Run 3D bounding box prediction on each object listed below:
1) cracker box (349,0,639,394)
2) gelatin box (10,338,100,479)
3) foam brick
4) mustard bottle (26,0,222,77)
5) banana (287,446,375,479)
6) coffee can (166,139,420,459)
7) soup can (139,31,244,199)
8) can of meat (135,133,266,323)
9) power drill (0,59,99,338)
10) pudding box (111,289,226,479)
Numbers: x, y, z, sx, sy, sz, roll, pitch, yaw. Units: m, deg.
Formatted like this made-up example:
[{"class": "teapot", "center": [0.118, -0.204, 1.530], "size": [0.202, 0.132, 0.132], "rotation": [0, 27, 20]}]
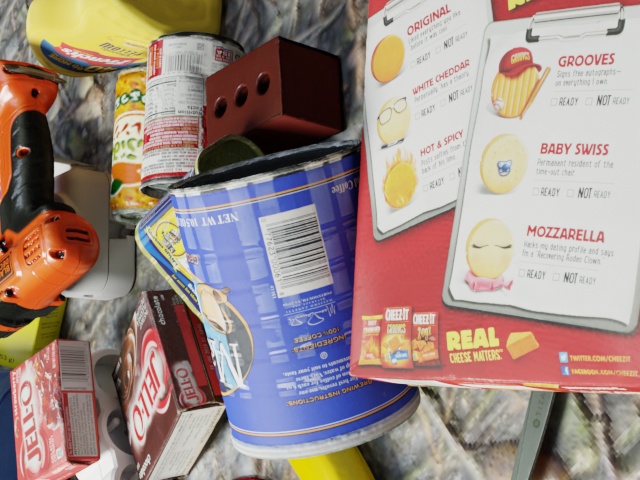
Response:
[{"class": "cracker box", "center": [0.096, -0.041, 0.474], "size": [0.164, 0.071, 0.214], "rotation": [-7, 76, 49]}, {"class": "gelatin box", "center": [-0.187, 0.122, 0.748], "size": [0.073, 0.030, 0.089], "rotation": [-32, 59, 42]}, {"class": "foam brick", "center": [-0.030, -0.085, 0.667], "size": [0.078, 0.051, 0.053], "rotation": [-20, 68, 46]}, {"class": "mustard bottle", "center": [-0.165, -0.161, 0.803], "size": [0.192, 0.096, 0.058], "rotation": [-4, 81, 49]}, {"class": "banana", "center": [-0.008, 0.128, 0.616], "size": [0.070, 0.037, 0.198], "rotation": [-57, 46, 25]}, {"class": "coffee can", "center": [-0.013, 0.028, 0.553], "size": [0.103, 0.102, 0.140], "rotation": [-2, 105, 49]}, {"class": "soup can", "center": [-0.085, -0.081, 0.718], "size": [0.069, 0.068, 0.102], "rotation": [-9, 76, 48]}, {"class": "can of meat", "center": [-0.054, 0.001, 0.652], "size": [0.102, 0.057, 0.084], "rotation": [50, 132, -2]}, {"class": "power drill", "center": [-0.236, -0.025, 0.801], "size": [0.185, 0.057, 0.188], "rotation": [-32, 63, 38]}, {"class": "pudding box", "center": [-0.102, 0.098, 0.708], "size": [0.114, 0.039, 0.090], "rotation": [117, 140, -49]}]
